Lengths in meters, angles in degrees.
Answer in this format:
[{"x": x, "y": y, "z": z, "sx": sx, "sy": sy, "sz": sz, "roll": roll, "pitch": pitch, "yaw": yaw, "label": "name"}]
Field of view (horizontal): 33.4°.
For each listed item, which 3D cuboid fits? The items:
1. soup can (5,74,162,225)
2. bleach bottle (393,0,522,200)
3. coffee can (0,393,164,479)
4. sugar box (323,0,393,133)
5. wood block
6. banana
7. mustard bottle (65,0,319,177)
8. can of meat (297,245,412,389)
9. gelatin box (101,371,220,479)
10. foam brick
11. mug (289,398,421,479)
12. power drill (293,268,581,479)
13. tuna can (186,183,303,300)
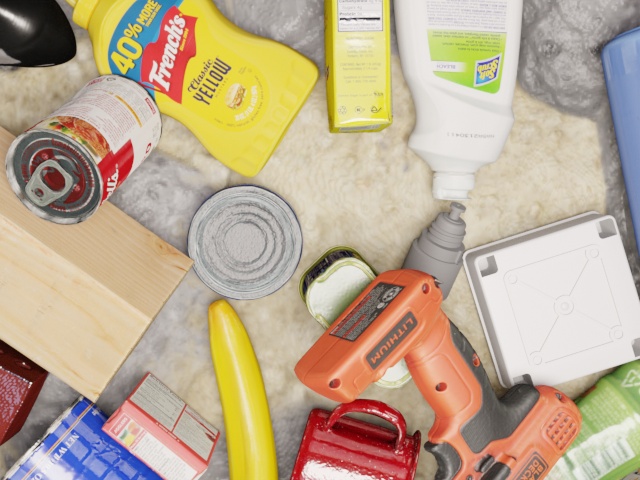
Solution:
[{"x": -0.157, "y": -0.064, "z": 0.720, "sx": 0.068, "sy": 0.102, "sz": 0.068, "roll": 8, "pitch": 122, "yaw": 14, "label": "soup can"}, {"x": 0.093, "y": -0.155, "z": 0.768, "sx": 0.102, "sy": 0.068, "sz": 0.251, "roll": 2, "pitch": 95, "yaw": -1, "label": "bleach bottle"}, {"x": -0.153, "y": 0.193, "z": 0.759, "sx": 0.140, "sy": 0.103, "sz": 0.103, "roll": 43, "pitch": 91, "yaw": -3, "label": "coffee can"}, {"x": 0.024, "y": -0.165, "z": 0.749, "sx": 0.048, "sy": 0.093, "sz": 0.176, "roll": -4, "pitch": 93, "yaw": -2, "label": "sugar box"}, {"x": -0.206, "y": 0.005, "z": 0.741, "sx": 0.206, "sy": 0.090, "sz": 0.090, "roll": 35, "pitch": 118, "yaw": -4, "label": "wood block"}, {"x": -0.054, "y": 0.143, "z": 0.772, "sx": 0.037, "sy": 0.069, "sz": 0.198, "roll": -9, "pitch": 71, "yaw": 6, "label": "banana"}, {"x": -0.103, "y": -0.133, "z": 0.764, "sx": 0.191, "sy": 0.058, "sz": 0.096, "roll": 32, "pitch": 102, "yaw": -3, "label": "mustard bottle"}, {"x": 0.032, "y": 0.054, "z": 0.766, "sx": 0.057, "sy": 0.084, "sz": 0.102, "roll": -43, "pitch": 94, "yaw": 1, "label": "can of meat"}, {"x": -0.112, "y": 0.137, "z": 0.764, "sx": 0.073, "sy": 0.089, "sz": 0.030, "roll": 40, "pitch": 95, "yaw": -3, "label": "gelatin box"}, {"x": -0.232, "y": 0.095, "z": 0.722, "sx": 0.078, "sy": 0.053, "sz": 0.051, "roll": 29, "pitch": 92, "yaw": -3, "label": "foam brick"}, {"x": 0.023, "y": 0.161, "z": 0.764, "sx": 0.081, "sy": 0.093, "sz": 0.117, "roll": 17, "pitch": 123, "yaw": 2, "label": "mug"}, {"x": 0.068, "y": 0.126, "z": 0.697, "sx": 0.184, "sy": 0.057, "sz": 0.187, "roll": -47, "pitch": 113, "yaw": -18, "label": "power drill"}, {"x": -0.055, "y": 0.001, "z": 0.785, "sx": 0.086, "sy": 0.034, "sz": 0.086, "roll": 0, "pitch": 93, "yaw": -2, "label": "tuna can"}]
